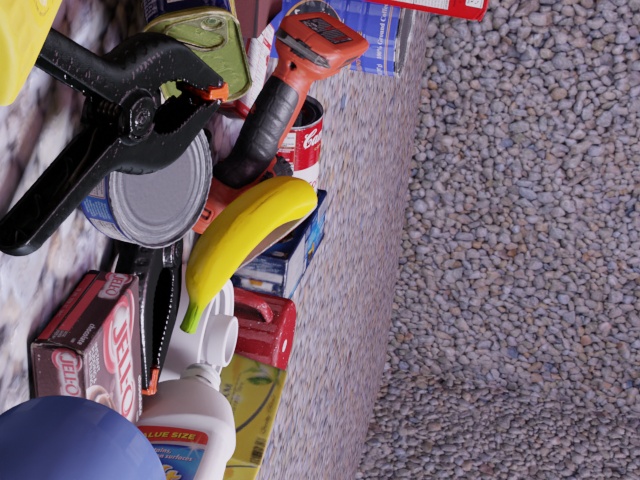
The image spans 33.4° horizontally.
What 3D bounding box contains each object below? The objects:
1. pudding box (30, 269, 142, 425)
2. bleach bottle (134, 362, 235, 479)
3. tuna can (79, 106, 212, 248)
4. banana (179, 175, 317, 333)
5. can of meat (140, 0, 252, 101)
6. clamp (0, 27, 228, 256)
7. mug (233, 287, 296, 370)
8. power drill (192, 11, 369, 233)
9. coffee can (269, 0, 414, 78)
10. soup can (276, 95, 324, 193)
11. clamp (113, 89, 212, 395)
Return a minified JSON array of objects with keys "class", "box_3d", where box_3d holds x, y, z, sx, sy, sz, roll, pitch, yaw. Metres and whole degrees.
[{"class":"pudding box","box_3d":[-0.142,0.088,0.663,0.090,0.039,0.113,-66,164,-59]},{"class":"bleach bottle","box_3d":[-0.122,0.169,0.698,0.250,0.102,0.068,-70,170,-54]},{"class":"tuna can","box_3d":[-0.107,-0.040,0.648,0.085,0.034,0.086,-20,116,-50]},{"class":"banana","box_3d":[-0.052,-0.010,0.819,0.197,0.037,0.070,-46,164,-46]},{"class":"can of meat","box_3d":[-0.080,-0.144,0.656,0.102,0.057,0.084,80,-1,-69]},{"class":"clamp","box_3d":[-0.111,-0.075,0.561,0.171,0.039,0.120,-40,146,-48]},{"class":"mug","box_3d":[-0.070,0.080,0.981,0.117,0.081,0.093,90,14,-52]},{"class":"power drill","box_3d":[-0.032,-0.097,0.890,0.188,0.057,0.184,-60,173,21]},{"class":"coffee can","box_3d":[0.011,-0.209,0.970,0.102,0.140,0.103,11,90,-81]},{"class":"soup can","box_3d":[-0.034,-0.088,1.069,0.068,0.068,0.102,-69,167,-51]},{"class":"clamp","box_3d":[-0.116,-0.002,0.730,0.164,0.036,0.210,59,38,-75]}]
